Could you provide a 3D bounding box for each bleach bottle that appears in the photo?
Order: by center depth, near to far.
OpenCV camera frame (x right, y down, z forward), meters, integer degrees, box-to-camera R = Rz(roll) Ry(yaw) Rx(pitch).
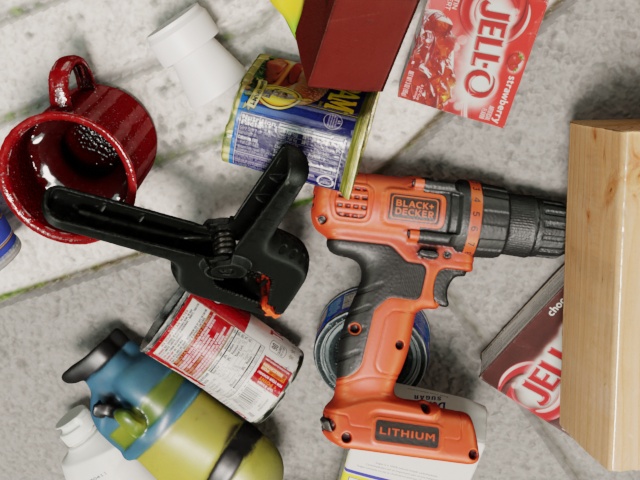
[{"bbox_3d":[-0.121,0.233,0.871,0.103,0.068,0.250,-30,106,17],"label":"bleach bottle"}]

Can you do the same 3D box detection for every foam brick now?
[{"bbox_3d":[0.021,-0.135,0.646,0.051,0.053,0.078,2,142,-17],"label":"foam brick"}]

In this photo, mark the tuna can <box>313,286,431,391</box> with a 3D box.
[{"bbox_3d":[0.038,0.078,0.786,0.086,0.033,0.086,3,116,6],"label":"tuna can"}]

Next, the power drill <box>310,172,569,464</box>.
[{"bbox_3d":[0.078,0.050,0.714,0.184,0.057,0.187,7,84,-2],"label":"power drill"}]

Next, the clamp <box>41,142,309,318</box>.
[{"bbox_3d":[-0.055,0.001,0.692,0.165,0.036,0.209,-11,153,20],"label":"clamp"}]

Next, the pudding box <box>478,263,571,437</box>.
[{"bbox_3d":[0.182,0.077,0.763,0.090,0.039,0.114,32,116,-8],"label":"pudding box"}]

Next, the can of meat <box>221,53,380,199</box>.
[{"bbox_3d":[-0.010,-0.076,0.681,0.084,0.102,0.057,15,118,3],"label":"can of meat"}]

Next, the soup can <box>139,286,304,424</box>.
[{"bbox_3d":[-0.071,0.081,0.784,0.102,0.068,0.069,35,115,-10],"label":"soup can"}]

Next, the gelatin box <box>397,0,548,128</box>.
[{"bbox_3d":[0.096,-0.125,0.681,0.073,0.030,0.089,17,117,-1],"label":"gelatin box"}]

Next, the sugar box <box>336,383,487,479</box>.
[{"bbox_3d":[0.060,0.182,0.808,0.093,0.048,0.176,13,129,0],"label":"sugar box"}]

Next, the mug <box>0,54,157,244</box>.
[{"bbox_3d":[-0.160,-0.067,0.716,0.093,0.081,0.117,-4,116,10],"label":"mug"}]
